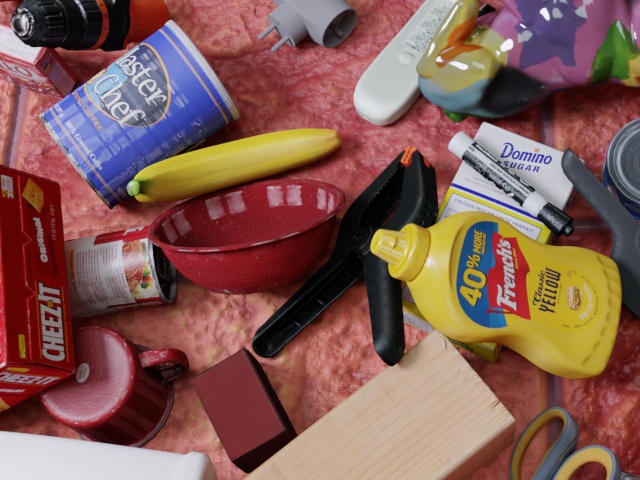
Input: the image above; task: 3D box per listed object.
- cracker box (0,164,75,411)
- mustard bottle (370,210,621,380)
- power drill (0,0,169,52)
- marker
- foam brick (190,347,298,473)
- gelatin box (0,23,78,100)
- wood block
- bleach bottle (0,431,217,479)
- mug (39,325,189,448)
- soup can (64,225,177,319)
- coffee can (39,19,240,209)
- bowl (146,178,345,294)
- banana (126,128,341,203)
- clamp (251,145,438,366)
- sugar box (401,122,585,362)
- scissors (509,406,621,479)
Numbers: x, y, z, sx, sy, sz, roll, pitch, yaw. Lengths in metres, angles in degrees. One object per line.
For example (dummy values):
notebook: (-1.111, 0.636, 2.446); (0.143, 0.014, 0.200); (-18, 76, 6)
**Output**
cracker box: (-0.289, 0.060, 0.855); (0.214, 0.072, 0.164); (-27, 63, 34)
mustard bottle: (0.125, 0.031, 0.779); (0.191, 0.058, 0.096); (19, 71, -16)
power drill: (-0.257, -0.217, 0.962); (0.188, 0.184, 0.057); (25, 112, 22)
marker: (0.151, -0.044, 0.842); (0.020, 0.020, 0.121); (-45, 68, -8)
foam brick: (-0.059, 0.134, 0.843); (0.051, 0.053, 0.078); (-29, 68, -2)
gelatin box: (-0.280, -0.168, 0.988); (0.089, 0.073, 0.030); (20, 75, 17)
wood block: (0.036, 0.170, 0.792); (0.206, 0.090, 0.091); (-37, 68, -5)
bleach bottle: (-0.207, 0.183, 0.817); (0.251, 0.102, 0.068); (9, 58, 9)
mug: (-0.162, 0.113, 0.855); (0.117, 0.081, 0.093); (-17, 67, 4)
soup can: (-0.179, 0.027, 0.898); (0.102, 0.068, 0.068); (-10, 68, 7)
coffee can: (-0.156, -0.109, 0.926); (0.140, 0.103, 0.103); (-37, 67, -4)
bowl: (-0.056, 0.001, 0.864); (0.162, 0.162, 0.055); (-7, 109, 8)
banana: (-0.079, -0.061, 0.907); (0.197, 0.070, 0.037); (-18, 109, -25)
clamp: (0.032, 0.014, 0.861); (0.165, 0.036, 0.209); (-10, 46, 45)
sugar box: (0.136, -0.001, 0.863); (0.093, 0.048, 0.176); (25, 72, 18)
scissors: (0.151, 0.217, 0.773); (0.096, 0.016, 0.201); (9, 67, 47)
